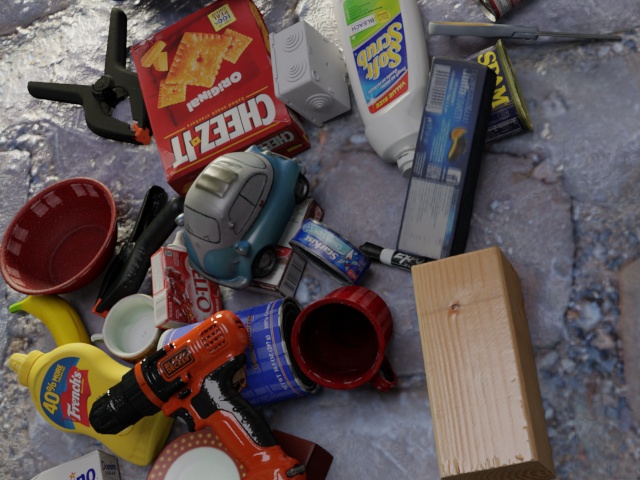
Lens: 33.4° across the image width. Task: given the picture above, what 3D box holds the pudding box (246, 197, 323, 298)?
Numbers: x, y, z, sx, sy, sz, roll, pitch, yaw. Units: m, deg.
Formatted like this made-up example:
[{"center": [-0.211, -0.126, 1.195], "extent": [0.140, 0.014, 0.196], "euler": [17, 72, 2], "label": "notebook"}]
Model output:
[{"center": [-0.058, 0.001, 1.182], "extent": [0.090, 0.039, 0.113], "euler": [11, 70, 29], "label": "pudding box"}]

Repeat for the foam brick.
[{"center": [-0.031, 0.235, 1.059], "extent": [0.053, 0.051, 0.078], "euler": [16, 74, 29], "label": "foam brick"}]

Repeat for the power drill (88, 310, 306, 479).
[{"center": [-0.115, 0.187, 1.021], "extent": [0.184, 0.057, 0.188], "euler": [-36, 78, 13], "label": "power drill"}]

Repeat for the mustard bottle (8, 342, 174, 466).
[{"center": [-0.251, 0.164, 1.151], "extent": [0.192, 0.058, 0.096], "euler": [20, 101, 14], "label": "mustard bottle"}]

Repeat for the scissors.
[{"center": [0.216, -0.229, 1.168], "extent": [0.201, 0.096, 0.016], "euler": [2, 104, -4], "label": "scissors"}]

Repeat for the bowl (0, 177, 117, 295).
[{"center": [-0.299, 0.006, 1.268], "extent": [0.162, 0.055, 0.162], "euler": [-13, 55, 18], "label": "bowl"}]

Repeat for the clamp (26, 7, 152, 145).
[{"center": [-0.282, -0.187, 1.365], "extent": [0.164, 0.036, 0.210], "euler": [-36, 59, 5], "label": "clamp"}]

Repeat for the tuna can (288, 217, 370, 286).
[{"center": [0.010, 0.014, 1.119], "extent": [0.086, 0.086, 0.033], "euler": [31, 81, 31], "label": "tuna can"}]

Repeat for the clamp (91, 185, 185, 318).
[{"center": [-0.204, 0.013, 1.218], "extent": [0.171, 0.039, 0.120], "euler": [-67, 20, -10], "label": "clamp"}]

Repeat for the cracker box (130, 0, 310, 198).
[{"center": [-0.124, -0.174, 1.268], "extent": [0.164, 0.072, 0.214], "euler": [-25, 60, 11], "label": "cracker box"}]

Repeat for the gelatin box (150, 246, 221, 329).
[{"center": [-0.147, 0.056, 1.174], "extent": [0.030, 0.073, 0.089], "euler": [-33, 54, 41], "label": "gelatin box"}]

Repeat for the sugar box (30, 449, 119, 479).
[{"center": [-0.249, 0.319, 1.120], "extent": [0.093, 0.048, 0.176], "euler": [-25, 61, 12], "label": "sugar box"}]

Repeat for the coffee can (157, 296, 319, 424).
[{"center": [-0.083, 0.124, 1.100], "extent": [0.140, 0.102, 0.103], "euler": [-17, 62, 16], "label": "coffee can"}]

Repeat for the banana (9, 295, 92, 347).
[{"center": [-0.297, 0.121, 1.238], "extent": [0.070, 0.037, 0.198], "euler": [-54, 54, 20], "label": "banana"}]

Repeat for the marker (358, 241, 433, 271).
[{"center": [0.094, 0.023, 1.116], "extent": [0.121, 0.020, 0.020], "euler": [15, 75, 29], "label": "marker"}]

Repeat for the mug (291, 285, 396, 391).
[{"center": [0.034, 0.101, 1.063], "extent": [0.117, 0.081, 0.093], "euler": [46, 109, 2], "label": "mug"}]

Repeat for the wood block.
[{"center": [0.152, 0.123, 1.006], "extent": [0.091, 0.090, 0.206], "euler": [-15, 63, 18], "label": "wood block"}]

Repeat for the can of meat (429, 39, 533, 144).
[{"center": [0.170, -0.151, 1.139], "extent": [0.084, 0.057, 0.102], "euler": [-20, 61, 17], "label": "can of meat"}]

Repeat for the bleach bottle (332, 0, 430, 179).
[{"center": [0.084, -0.186, 1.190], "extent": [0.103, 0.068, 0.251], "euler": [-20, 63, 15], "label": "bleach bottle"}]
